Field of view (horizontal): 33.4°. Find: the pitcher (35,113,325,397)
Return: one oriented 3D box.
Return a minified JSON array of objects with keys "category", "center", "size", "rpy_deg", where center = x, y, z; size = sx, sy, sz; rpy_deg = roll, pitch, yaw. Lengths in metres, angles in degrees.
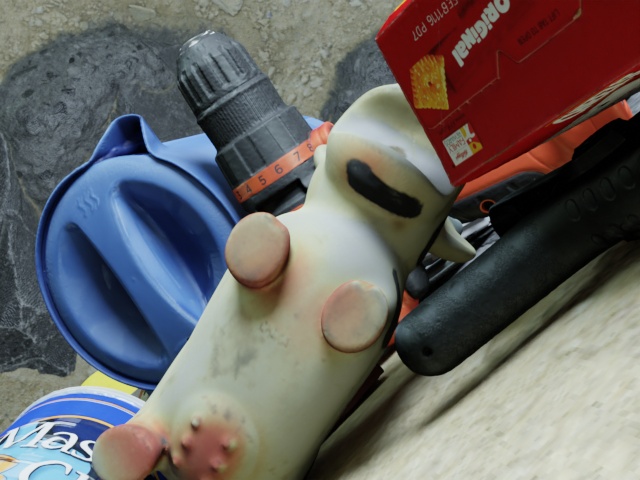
[{"category":"pitcher","center":[-0.054,0.001,0.671],"size":[0.149,0.145,0.242],"rpy_deg":[-56,-9,24]}]

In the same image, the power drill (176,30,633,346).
[{"category":"power drill","center":[0.041,-0.058,0.518],"size":[0.188,0.184,0.057],"rpy_deg":[-31,7,22]}]

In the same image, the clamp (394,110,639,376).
[{"category":"clamp","center":[0.104,-0.022,0.379],"size":[0.172,0.039,0.120],"rpy_deg":[-37,10,29]}]
